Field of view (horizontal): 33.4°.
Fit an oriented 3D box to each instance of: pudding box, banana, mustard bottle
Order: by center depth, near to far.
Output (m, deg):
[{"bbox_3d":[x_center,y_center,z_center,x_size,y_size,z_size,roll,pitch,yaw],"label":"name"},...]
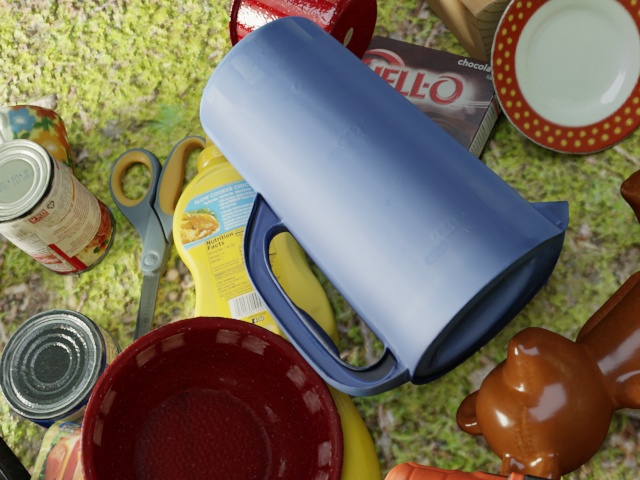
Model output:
[{"bbox_3d":[0.009,0.172,0.682,0.070,0.037,0.198,-3,66,15],"label":"banana"},{"bbox_3d":[-0.055,0.001,0.765,0.096,0.058,0.191,-18,63,5],"label":"mustard bottle"},{"bbox_3d":[0.072,-0.095,0.781,0.114,0.039,0.090,20,74,24],"label":"pudding box"}]

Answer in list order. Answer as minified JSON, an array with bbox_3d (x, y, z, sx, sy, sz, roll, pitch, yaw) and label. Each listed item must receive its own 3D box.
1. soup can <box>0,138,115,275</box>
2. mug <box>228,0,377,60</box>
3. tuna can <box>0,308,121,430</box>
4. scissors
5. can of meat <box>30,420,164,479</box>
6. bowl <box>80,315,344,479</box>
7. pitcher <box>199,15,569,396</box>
[{"bbox_3d":[-0.206,-0.023,0.797,0.068,0.102,0.068,-6,65,14],"label":"soup can"},{"bbox_3d":[-0.004,-0.173,0.820,0.082,0.093,0.117,29,41,21],"label":"mug"},{"bbox_3d":[-0.190,0.094,0.778,0.086,0.033,0.086,-6,65,14],"label":"tuna can"},{"bbox_3d":[-0.140,0.006,0.813,0.096,0.016,0.201,14,71,23],"label":"scissors"},{"bbox_3d":[-0.148,0.176,0.717,0.084,0.057,0.102,6,68,22],"label":"can of meat"},{"bbox_3d":[-0.070,0.132,0.670,0.162,0.055,0.162,5,70,-13],"label":"bowl"},{"bbox_3d":[0.024,-0.027,0.694,0.243,0.148,0.145,46,128,21],"label":"pitcher"}]
